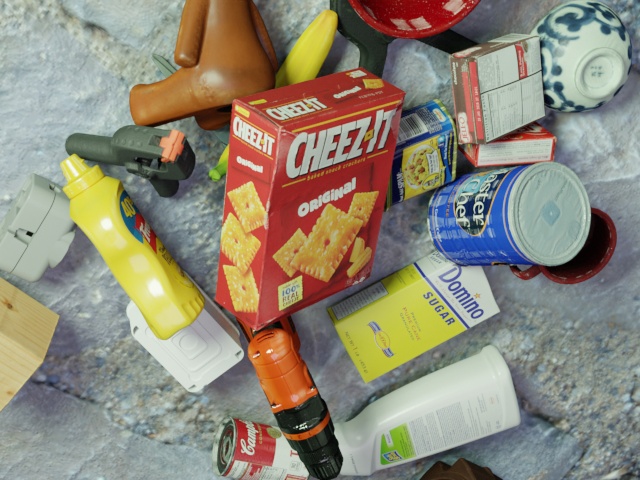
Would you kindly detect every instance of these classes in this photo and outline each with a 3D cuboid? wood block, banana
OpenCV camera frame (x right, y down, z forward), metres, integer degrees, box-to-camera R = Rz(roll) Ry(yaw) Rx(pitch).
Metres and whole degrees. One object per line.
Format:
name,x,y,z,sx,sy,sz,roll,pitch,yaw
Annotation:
wood block,-0.369,0.067,1.027,0.206,0.091,0.090,37,111,-18
banana,-0.041,-0.133,1.037,0.037,0.069,0.198,34,89,-6

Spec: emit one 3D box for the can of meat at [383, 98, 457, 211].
can of meat,0.091,-0.088,1.092,0.084,0.057,0.102,-22,144,-12

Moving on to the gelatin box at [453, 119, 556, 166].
gelatin box,0.191,-0.106,1.116,0.089,0.073,0.030,-6,117,-12

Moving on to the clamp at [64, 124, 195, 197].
clamp,-0.159,-0.074,1.006,0.120,0.172,0.039,20,81,-34

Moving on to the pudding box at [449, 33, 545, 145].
pudding box,0.179,-0.153,1.069,0.113,0.039,0.090,-24,115,-39

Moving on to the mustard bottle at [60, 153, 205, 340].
mustard bottle,-0.186,0.001,1.022,0.058,0.096,0.191,-33,101,6

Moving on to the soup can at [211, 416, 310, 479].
soup can,-0.066,0.246,1.229,0.102,0.068,0.068,15,111,-21

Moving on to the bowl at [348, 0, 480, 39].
bowl,0.082,-0.269,0.972,0.162,0.055,0.162,-9,119,-18

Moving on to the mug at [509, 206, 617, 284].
mug,0.257,-0.003,1.180,0.117,0.081,0.093,-43,118,9

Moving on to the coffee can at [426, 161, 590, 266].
coffee can,0.191,-0.024,1.100,0.102,0.141,0.103,1,88,-30

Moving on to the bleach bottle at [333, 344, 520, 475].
bleach bottle,0.105,0.212,1.261,0.251,0.068,0.102,-19,119,-2

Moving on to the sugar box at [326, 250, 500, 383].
sugar box,0.106,0.079,1.203,0.176,0.048,0.093,-28,119,1

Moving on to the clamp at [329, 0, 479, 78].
clamp,0.077,-0.214,1.053,0.164,0.036,0.210,-25,123,-3

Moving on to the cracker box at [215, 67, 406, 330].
cracker box,-0.010,-0.040,1.004,0.163,0.072,0.214,-22,133,-40

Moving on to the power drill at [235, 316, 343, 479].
power drill,-0.035,0.138,1.115,0.057,0.188,0.184,-23,118,-4

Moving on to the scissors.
scissors,-0.082,-0.119,1.072,0.096,0.016,0.201,-27,119,-2
